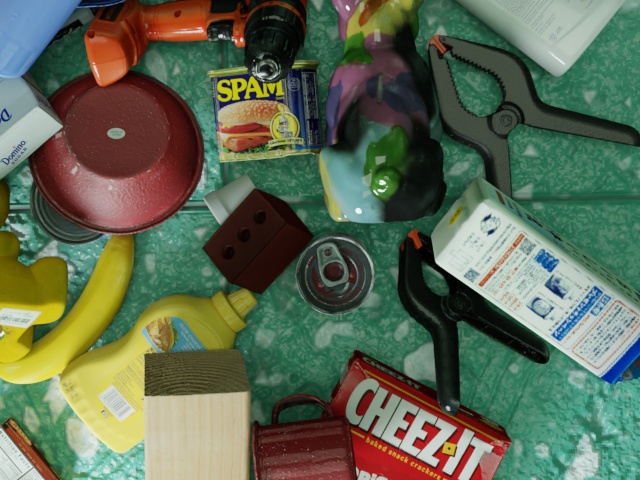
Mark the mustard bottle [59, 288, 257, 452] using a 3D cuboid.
[{"bbox_3d":[-0.140,0.106,0.990,0.191,0.058,0.096,-36,105,3],"label":"mustard bottle"}]

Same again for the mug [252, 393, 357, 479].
[{"bbox_3d":[-0.012,0.185,0.916,0.081,0.093,0.117,-8,51,1],"label":"mug"}]

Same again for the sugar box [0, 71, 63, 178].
[{"bbox_3d":[-0.308,-0.137,0.955,0.093,0.048,0.176,-39,62,4],"label":"sugar box"}]

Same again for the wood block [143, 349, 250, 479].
[{"bbox_3d":[-0.111,0.210,0.948,0.090,0.091,0.206,-1,107,-10],"label":"wood block"}]

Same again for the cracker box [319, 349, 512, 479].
[{"bbox_3d":[0.054,0.235,0.984,0.164,0.072,0.214,28,92,1],"label":"cracker box"}]

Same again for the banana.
[{"bbox_3d":[-0.237,0.074,1.004,0.198,0.037,0.069,-41,91,3],"label":"banana"}]

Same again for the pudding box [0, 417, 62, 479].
[{"bbox_3d":[-0.312,0.238,1.014,0.113,0.039,0.090,-38,90,1],"label":"pudding box"}]

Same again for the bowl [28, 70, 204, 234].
[{"bbox_3d":[-0.183,-0.089,0.960,0.162,0.055,0.162,3,75,-10],"label":"bowl"}]

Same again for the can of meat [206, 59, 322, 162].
[{"bbox_3d":[-0.049,-0.116,0.969,0.102,0.057,0.084,-2,96,27],"label":"can of meat"}]

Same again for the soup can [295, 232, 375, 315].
[{"bbox_3d":[0.014,0.028,0.961,0.068,0.102,0.068,0,93,2],"label":"soup can"}]

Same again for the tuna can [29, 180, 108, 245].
[{"bbox_3d":[-0.226,-0.039,1.000,0.086,0.034,0.086,0,92,2],"label":"tuna can"}]

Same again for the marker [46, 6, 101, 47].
[{"bbox_3d":[-0.243,-0.200,1.001,0.121,0.020,0.020,-29,91,3],"label":"marker"}]

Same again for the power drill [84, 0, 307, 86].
[{"bbox_3d":[-0.104,-0.178,0.929,0.188,0.184,0.057,-4,121,7],"label":"power drill"}]

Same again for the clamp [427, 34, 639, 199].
[{"bbox_3d":[0.180,-0.113,0.981,0.164,0.036,0.210,-35,92,6],"label":"clamp"}]

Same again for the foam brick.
[{"bbox_3d":[-0.056,0.001,0.974,0.078,0.051,0.053,-48,56,10],"label":"foam brick"}]

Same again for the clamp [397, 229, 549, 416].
[{"bbox_3d":[0.117,0.072,0.970,0.120,0.039,0.171,-33,76,-31],"label":"clamp"}]

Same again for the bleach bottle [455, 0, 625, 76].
[{"bbox_3d":[0.150,-0.262,0.965,0.251,0.068,0.102,40,92,2],"label":"bleach bottle"}]
